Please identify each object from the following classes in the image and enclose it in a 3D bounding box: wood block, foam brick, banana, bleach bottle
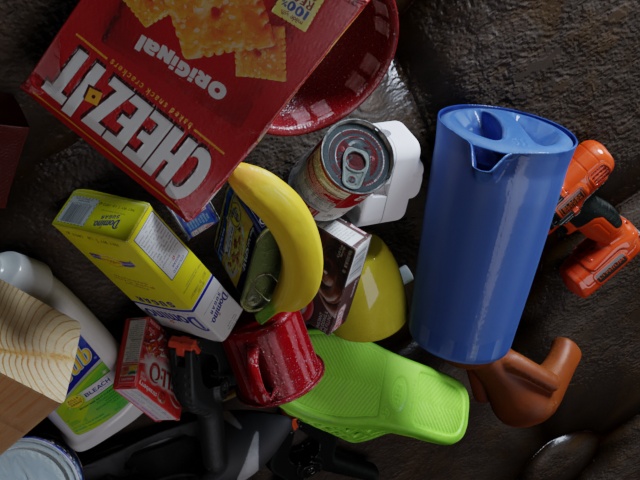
[{"bbox_3d":[-0.304,0.134,0.903,0.090,0.090,0.206,35,124,-28],"label":"wood block"},{"bbox_3d":[-0.264,-0.071,0.822,0.052,0.051,0.078,5,125,-34],"label":"foam brick"},{"bbox_3d":[-0.033,0.003,0.918,0.069,0.037,0.198,-21,136,-13],"label":"banana"},{"bbox_3d":[-0.254,0.093,0.974,0.102,0.068,0.250,-32,136,-2],"label":"bleach bottle"}]

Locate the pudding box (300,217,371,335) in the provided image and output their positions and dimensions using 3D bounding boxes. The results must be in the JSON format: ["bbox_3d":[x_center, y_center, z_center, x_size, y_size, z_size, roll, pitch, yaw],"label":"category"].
[{"bbox_3d":[-0.006,0.024,1.040,0.039,0.090,0.114,-34,148,-50],"label":"pudding box"}]

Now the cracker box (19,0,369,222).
[{"bbox_3d":[-0.091,-0.146,0.784,0.164,0.072,0.214,39,106,-5],"label":"cracker box"}]

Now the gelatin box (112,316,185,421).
[{"bbox_3d":[-0.160,0.124,1.023,0.030,0.073,0.089,-7,148,21],"label":"gelatin box"}]

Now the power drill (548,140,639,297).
[{"bbox_3d":[0.279,-0.006,1.217,0.184,0.057,0.187,-42,138,8],"label":"power drill"}]

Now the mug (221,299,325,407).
[{"bbox_3d":[-0.053,0.108,1.024,0.093,0.117,0.081,-10,116,16],"label":"mug"}]

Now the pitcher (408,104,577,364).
[{"bbox_3d":[0.164,-0.008,1.062,0.149,0.145,0.243,-3,117,-25],"label":"pitcher"}]

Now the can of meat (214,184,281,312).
[{"bbox_3d":[-0.056,0.001,0.994,0.057,0.084,0.102,-5,130,-29],"label":"can of meat"}]

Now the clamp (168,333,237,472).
[{"bbox_3d":[-0.105,0.139,1.066,0.039,0.120,0.171,4,136,17],"label":"clamp"}]

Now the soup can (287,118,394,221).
[{"bbox_3d":[0.016,-0.061,0.961,0.068,0.068,0.102,-13,171,-22],"label":"soup can"}]

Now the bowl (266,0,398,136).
[{"bbox_3d":[-0.018,-0.167,0.884,0.162,0.055,0.162,-17,135,-18],"label":"bowl"}]

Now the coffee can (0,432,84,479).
[{"bbox_3d":[-0.277,0.236,1.009,0.102,0.103,0.140,-23,177,-13],"label":"coffee can"}]

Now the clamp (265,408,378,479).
[{"bbox_3d":[-0.025,0.275,1.301,0.164,0.036,0.210,-30,136,-5],"label":"clamp"}]

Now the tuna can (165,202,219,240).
[{"bbox_3d":[-0.121,-0.044,0.910,0.033,0.086,0.086,-32,138,-6],"label":"tuna can"}]

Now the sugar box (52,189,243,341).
[{"bbox_3d":[-0.150,0.025,0.949,0.048,0.093,0.176,-60,142,-23],"label":"sugar box"}]
